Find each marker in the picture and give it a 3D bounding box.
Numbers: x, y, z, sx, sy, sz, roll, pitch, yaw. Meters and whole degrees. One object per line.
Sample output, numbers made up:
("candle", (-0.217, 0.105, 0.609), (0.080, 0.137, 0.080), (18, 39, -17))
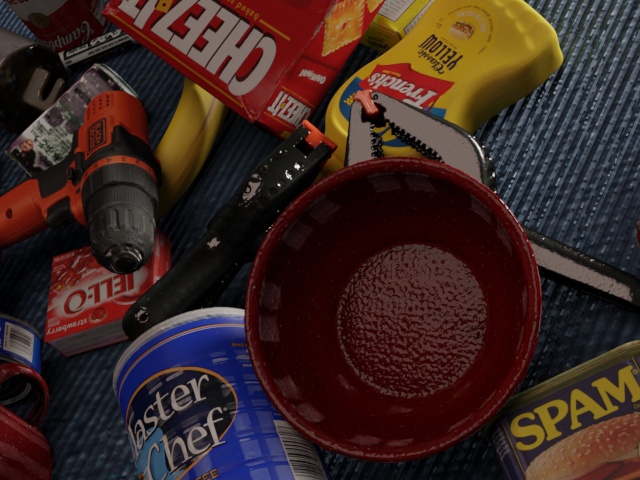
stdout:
("marker", (-0.178, -0.171, 0.918), (0.121, 0.020, 0.020), (-19, 52, 16))

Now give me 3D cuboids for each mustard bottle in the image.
("mustard bottle", (0.061, -0.088, 0.711), (0.191, 0.058, 0.096), (-42, 55, -3))

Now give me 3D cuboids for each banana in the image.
("banana", (-0.107, -0.080, 0.811), (0.070, 0.037, 0.197), (-12, 51, 42))

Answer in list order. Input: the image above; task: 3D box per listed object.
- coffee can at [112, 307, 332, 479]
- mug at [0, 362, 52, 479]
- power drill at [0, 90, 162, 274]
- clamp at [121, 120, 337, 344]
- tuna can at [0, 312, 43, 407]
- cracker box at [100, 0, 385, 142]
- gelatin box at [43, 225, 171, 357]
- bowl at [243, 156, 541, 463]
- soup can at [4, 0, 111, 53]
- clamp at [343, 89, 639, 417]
("coffee can", (-0.051, 0.123, 0.596), (0.103, 0.102, 0.140), (-30, 50, 6))
("mug", (-0.222, 0.133, 0.692), (0.093, 0.081, 0.117), (23, 72, 37))
("power drill", (-0.193, -0.007, 0.749), (0.188, 0.057, 0.184), (-31, 37, 13))
("clamp", (-0.054, 0.001, 0.676), (0.039, 0.120, 0.171), (43, 84, 1))
("tuna can", (-0.235, 0.084, 0.731), (0.086, 0.086, 0.034), (-18, 54, 16))
("cracker box", (-0.033, -0.202, 0.751), (0.164, 0.072, 0.214), (37, 97, 25))
("gelatin box", (-0.149, 0.035, 0.754), (0.089, 0.030, 0.073), (-17, 52, 17))
("bowl", (0.042, 0.039, 0.578), (0.162, 0.055, 0.162), (-5, 76, 19))
("soup can", (-0.237, -0.215, 0.925), (0.069, 0.102, 0.068), (-14, 53, 19))
("clamp", (0.065, 0.004, 0.630), (0.164, 0.036, 0.210), (-36, 68, 3))
